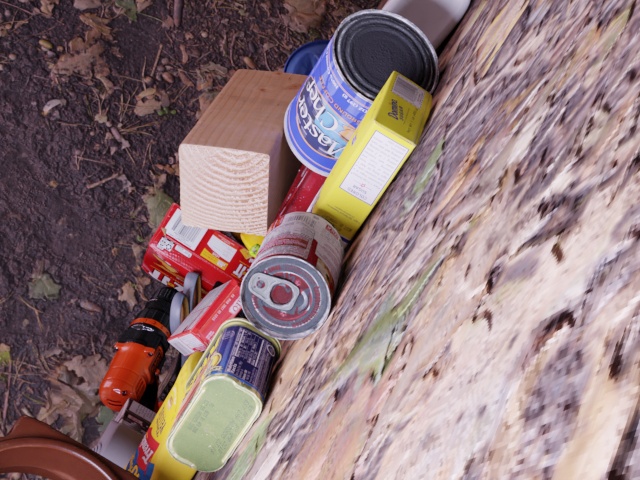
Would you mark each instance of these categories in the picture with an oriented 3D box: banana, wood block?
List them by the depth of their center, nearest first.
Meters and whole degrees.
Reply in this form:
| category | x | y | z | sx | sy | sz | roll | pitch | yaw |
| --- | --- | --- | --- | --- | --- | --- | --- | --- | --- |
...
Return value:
| category | x | y | z | sx | sy | sz | roll | pitch | yaw |
| --- | --- | --- | --- | --- | --- | --- | --- | --- | --- |
| banana | -0.043 | 0.014 | 1.073 | 0.037 | 0.069 | 0.198 | -48 | 8 | -3 |
| wood block | -0.072 | -0.097 | 1.105 | 0.206 | 0.090 | 0.091 | -68 | -17 | -58 |

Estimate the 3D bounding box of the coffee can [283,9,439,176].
| category | x | y | z | sx | sy | sz | roll | pitch | yaw |
| --- | --- | --- | --- | --- | --- | --- | --- | --- | --- |
| coffee can | 0.035 | -0.133 | 0.996 | 0.102 | 0.103 | 0.140 | -62 | 6 | -30 |

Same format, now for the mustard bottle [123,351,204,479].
| category | x | y | z | sx | sy | sz | roll | pitch | yaw |
| --- | --- | --- | --- | --- | --- | --- | --- | --- | --- |
| mustard bottle | -0.146 | 0.206 | 1.030 | 0.192 | 0.058 | 0.096 | -58 | 23 | 18 |

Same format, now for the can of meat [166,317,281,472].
| category | x | y | z | sx | sy | sz | roll | pitch | yaw |
| --- | --- | --- | --- | --- | --- | --- | --- | --- | --- |
| can of meat | -0.080 | 0.128 | 0.875 | 0.102 | 0.057 | 0.084 | -57 | 9 | 27 |

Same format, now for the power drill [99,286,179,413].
| category | x | y | z | sx | sy | sz | roll | pitch | yaw |
| --- | --- | --- | --- | --- | --- | --- | --- | --- | --- |
| power drill | -0.201 | 0.172 | 1.280 | 0.184 | 0.057 | 0.188 | -66 | -23 | -47 |

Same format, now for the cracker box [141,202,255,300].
| category | x | y | z | sx | sy | sz | roll | pitch | yaw |
| --- | --- | --- | --- | --- | --- | --- | --- | --- | --- |
| cracker box | -0.147 | 0.039 | 1.396 | 0.072 | 0.164 | 0.214 | -59 | 6 | -14 |

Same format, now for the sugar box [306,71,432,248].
| category | x | y | z | sx | sy | sz | roll | pitch | yaw |
| --- | --- | --- | --- | --- | --- | --- | --- | --- | --- |
| sugar box | 0.029 | -0.050 | 0.906 | 0.176 | 0.048 | 0.093 | -54 | 8 | 36 |

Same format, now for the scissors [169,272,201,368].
| category | x | y | z | sx | sy | sz | roll | pitch | yaw |
| --- | --- | --- | --- | --- | --- | --- | --- | --- | --- |
| scissors | -0.162 | 0.139 | 1.265 | 0.096 | 0.016 | 0.202 | -16 | -69 | -79 |

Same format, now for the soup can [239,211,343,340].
| category | x | y | z | sx | sy | sz | roll | pitch | yaw |
| --- | --- | --- | --- | --- | --- | --- | --- | --- | --- |
| soup can | -0.020 | 0.024 | 0.828 | 0.069 | 0.068 | 0.102 | -57 | 5 | 22 |

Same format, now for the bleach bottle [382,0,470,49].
| category | x | y | z | sx | sy | sz | roll | pitch | yaw |
| --- | --- | --- | --- | --- | --- | --- | --- | --- | --- |
| bleach bottle | 0.115 | -0.261 | 1.167 | 0.103 | 0.068 | 0.250 | -48 | 7 | 17 |

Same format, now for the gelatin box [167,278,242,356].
| category | x | y | z | sx | sy | sz | roll | pitch | yaw |
| --- | --- | --- | --- | --- | --- | --- | --- | --- | --- |
| gelatin box | -0.115 | 0.082 | 1.108 | 0.073 | 0.030 | 0.089 | -51 | 11 | -24 |

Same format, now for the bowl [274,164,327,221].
| category | x | y | z | sx | sy | sz | roll | pitch | yaw |
| --- | --- | --- | --- | --- | --- | --- | --- | --- | --- |
| bowl | 0.007 | -0.068 | 1.146 | 0.162 | 0.055 | 0.162 | -58 | 5 | 8 |
